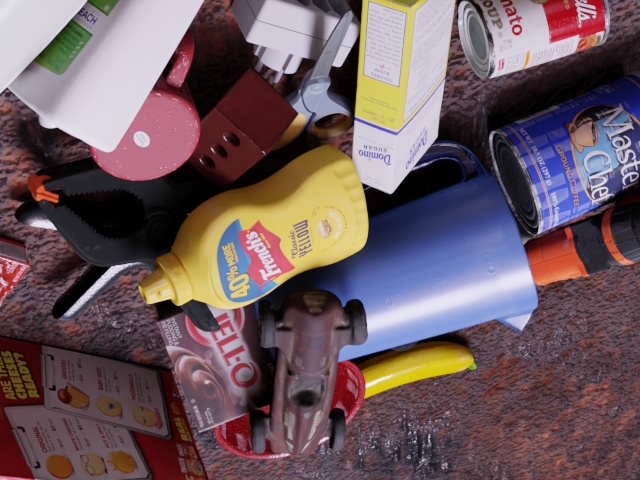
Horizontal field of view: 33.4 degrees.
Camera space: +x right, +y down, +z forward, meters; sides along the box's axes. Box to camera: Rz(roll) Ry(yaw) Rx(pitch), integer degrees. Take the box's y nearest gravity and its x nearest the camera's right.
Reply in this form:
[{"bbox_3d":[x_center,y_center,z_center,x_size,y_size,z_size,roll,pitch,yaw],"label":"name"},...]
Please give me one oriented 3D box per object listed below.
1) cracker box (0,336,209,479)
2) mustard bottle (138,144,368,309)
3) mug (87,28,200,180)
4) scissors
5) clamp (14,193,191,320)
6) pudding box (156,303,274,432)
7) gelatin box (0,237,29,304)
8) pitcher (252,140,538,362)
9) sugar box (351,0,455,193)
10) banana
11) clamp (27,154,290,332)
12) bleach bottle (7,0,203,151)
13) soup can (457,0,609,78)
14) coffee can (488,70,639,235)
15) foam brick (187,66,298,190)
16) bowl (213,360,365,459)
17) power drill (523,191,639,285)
[{"bbox_3d":[-0.216,0.178,0.952,0.213,0.164,0.072,17,121,-36],"label":"cracker box"},{"bbox_3d":[-0.055,0.001,0.847,0.191,0.058,0.096,-26,131,-20],"label":"mustard bottle"},{"bbox_3d":[-0.128,-0.106,0.773,0.093,0.081,0.117,23,119,-39],"label":"mug"},{"bbox_3d":[0.010,-0.118,0.815,0.096,0.016,0.202,-4,160,-32],"label":"scissors"},{"bbox_3d":[-0.165,-0.010,0.883,0.171,0.039,0.120,-28,137,-9],"label":"clamp"},{"bbox_3d":[-0.090,0.108,0.989,0.090,0.039,0.113,-21,95,-4],"label":"pudding box"},{"bbox_3d":[-0.292,0.032,0.871,0.073,0.030,0.089,21,120,-38],"label":"gelatin box"},{"bbox_3d":[0.060,0.025,0.960,0.243,0.149,0.145,-18,146,3],"label":"pitcher"},{"bbox_3d":[0.064,-0.133,0.832,0.093,0.048,0.176,-50,156,-40],"label":"sugar box"},{"bbox_3d":[0.088,0.144,1.153,0.197,0.037,0.070,-11,135,-15],"label":"banana"},{"bbox_3d":[-0.127,-0.024,0.848,0.209,0.036,0.164,25,99,-37],"label":"clamp"},{"bbox_3d":[-0.105,-0.185,0.685,0.068,0.103,0.251,29,96,-47],"label":"bleach bottle"},{"bbox_3d":[0.169,-0.175,0.853,0.102,0.068,0.068,-18,137,-8],"label":"soup can"},{"bbox_3d":[0.236,-0.078,0.954,0.140,0.103,0.103,-23,137,-3],"label":"coffee can"},{"bbox_3d":[-0.064,-0.084,0.812,0.053,0.051,0.078,43,145,-10],"label":"foam brick"},{"bbox_3d":[-0.038,0.152,1.089,0.162,0.055,0.162,-13,136,-13],"label":"bowl"},{"bbox_3d":[0.302,-0.017,0.994,0.187,0.057,0.185,-16,178,-45],"label":"power drill"}]
